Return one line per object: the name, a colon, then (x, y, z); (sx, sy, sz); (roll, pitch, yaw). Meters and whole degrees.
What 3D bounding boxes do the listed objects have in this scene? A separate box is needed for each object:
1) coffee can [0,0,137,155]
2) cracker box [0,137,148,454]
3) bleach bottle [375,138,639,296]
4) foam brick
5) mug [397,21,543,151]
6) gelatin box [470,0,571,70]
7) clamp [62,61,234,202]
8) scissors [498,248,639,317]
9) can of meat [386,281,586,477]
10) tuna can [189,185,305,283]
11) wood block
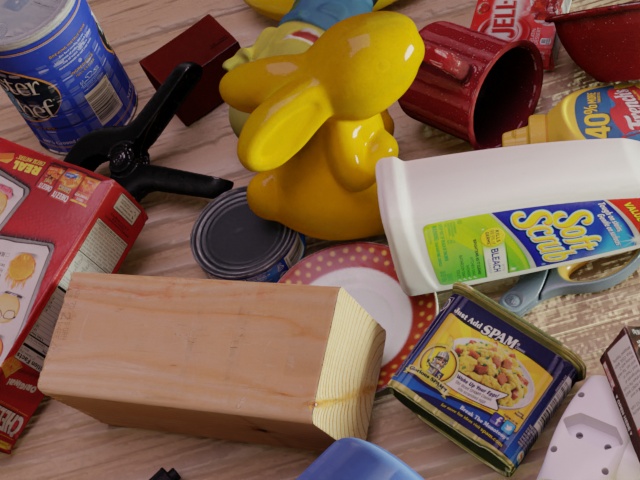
coffee can: (-0.232, -0.157, 0.926); (0.103, 0.140, 0.103); (-8, 54, 11)
cracker box: (-0.255, 0.034, 0.826); (0.164, 0.072, 0.213); (20, 73, 29)
bleach bottle: (0.169, -0.029, 0.715); (0.251, 0.102, 0.068); (-11, 47, 9)
foam brick: (-0.108, -0.149, 0.939); (0.078, 0.051, 0.053); (-36, 54, -9)
mug: (0.106, -0.124, 0.820); (0.082, 0.117, 0.093); (29, 97, 36)
gelatin box: (0.166, -0.184, 0.893); (0.073, 0.030, 0.089); (7, 58, 22)
clamp: (-0.150, -0.059, 0.882); (0.172, 0.039, 0.120); (-32, 63, 17)
scissors: (0.135, 0.029, 0.762); (0.201, 0.016, 0.096); (-26, 51, -2)
can of meat: (0.106, 0.090, 0.692); (0.102, 0.057, 0.084); (32, 77, 23)
tuna can: (-0.055, 0.001, 0.827); (0.086, 0.033, 0.086); (-8, 54, 11)
wood block: (-0.073, 0.082, 0.720); (0.206, 0.090, 0.090); (2, 67, 26)
